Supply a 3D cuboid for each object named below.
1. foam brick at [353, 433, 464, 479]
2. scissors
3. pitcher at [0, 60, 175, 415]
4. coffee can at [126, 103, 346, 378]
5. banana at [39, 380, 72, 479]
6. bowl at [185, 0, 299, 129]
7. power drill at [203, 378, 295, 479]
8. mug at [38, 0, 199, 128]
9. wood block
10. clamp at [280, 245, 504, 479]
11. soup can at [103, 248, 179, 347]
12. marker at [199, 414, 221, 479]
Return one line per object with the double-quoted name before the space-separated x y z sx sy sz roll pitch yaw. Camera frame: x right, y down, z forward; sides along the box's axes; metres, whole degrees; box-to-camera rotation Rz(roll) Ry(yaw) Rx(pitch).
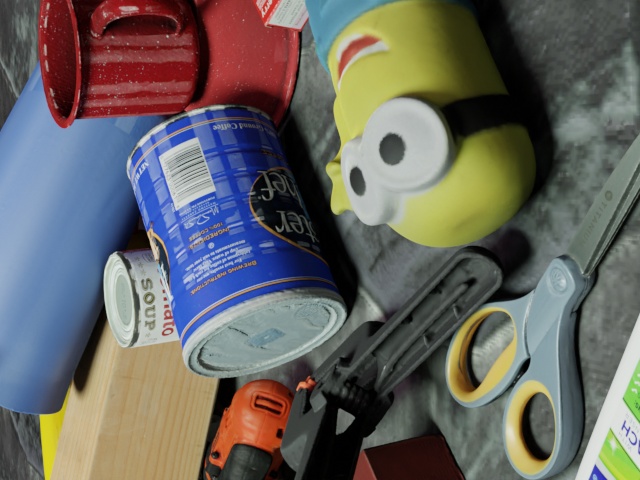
"foam brick" 0.041 0.149 0.579 0.053 0.051 0.078 65 147 32
"scissors" 0.112 0.036 0.460 0.202 0.016 0.096 -54 51 52
"pitcher" -0.202 -0.007 0.785 0.149 0.144 0.243 27 91 42
"coffee can" -0.054 0.001 0.668 0.103 0.102 0.140 -56 48 51
"banana" -0.214 0.194 0.904 0.070 0.037 0.198 -166 72 -79
"bowl" -0.074 -0.143 0.724 0.162 0.055 0.162 22 115 59
"power drill" -0.069 0.203 0.706 0.185 0.057 0.187 110 176 -55
"mug" -0.123 -0.124 0.670 0.117 0.081 0.093 -37 63 59
"wood block" -0.143 0.148 0.812 0.090 0.090 0.206 -3 73 62
"clamp" 0.012 0.090 0.553 0.036 0.164 0.210 36 162 -4
"soup can" -0.093 0.036 0.749 0.069 0.102 0.068 21 114 59
"marker" -0.090 0.200 0.867 0.020 0.020 0.121 29 121 57
